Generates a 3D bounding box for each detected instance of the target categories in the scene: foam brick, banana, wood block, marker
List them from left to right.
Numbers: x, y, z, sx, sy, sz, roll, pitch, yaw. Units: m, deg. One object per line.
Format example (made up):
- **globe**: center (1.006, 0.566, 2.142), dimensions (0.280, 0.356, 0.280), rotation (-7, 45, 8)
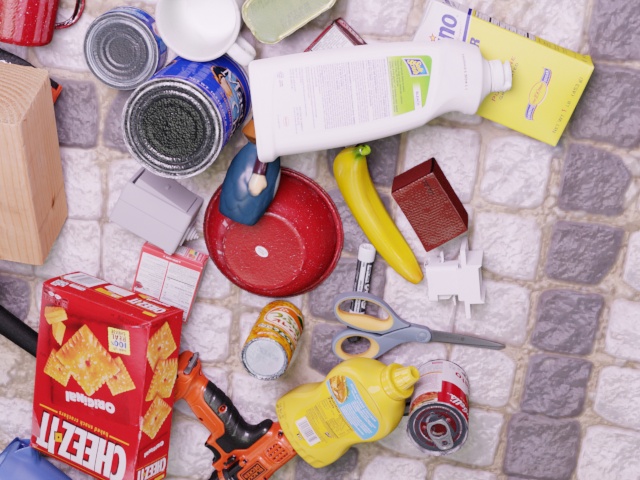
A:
- **wood block**: center (-0.333, -0.080, 1.132), dimensions (0.090, 0.090, 0.206), rotation (10, 136, 4)
- **marker**: center (0.045, 0.062, 1.209), dimensions (0.020, 0.020, 0.121), rotation (10, 113, 5)
- **banana**: center (0.056, -0.032, 1.140), dimensions (0.037, 0.070, 0.197), rotation (-35, 128, -8)
- **foam brick**: center (0.117, -0.039, 1.139), dimensions (0.053, 0.051, 0.078), rotation (-27, 106, 17)

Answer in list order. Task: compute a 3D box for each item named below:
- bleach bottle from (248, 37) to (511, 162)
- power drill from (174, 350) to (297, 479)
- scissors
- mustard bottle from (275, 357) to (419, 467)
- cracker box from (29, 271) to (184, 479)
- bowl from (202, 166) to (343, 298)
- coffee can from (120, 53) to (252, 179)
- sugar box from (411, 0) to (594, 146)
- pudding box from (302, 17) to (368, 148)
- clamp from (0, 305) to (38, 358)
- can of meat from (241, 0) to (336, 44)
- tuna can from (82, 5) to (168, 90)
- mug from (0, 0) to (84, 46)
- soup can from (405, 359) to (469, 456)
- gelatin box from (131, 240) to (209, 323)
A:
- **bleach bottle**: center (0.059, -0.139, 1.035), dimensions (0.251, 0.068, 0.102), rotation (-6, 98, -2)
- **power drill**: center (-0.141, 0.237, 1.292), dimensions (0.187, 0.057, 0.185), rotation (44, 112, -11)
- **scissors**: center (0.100, 0.119, 1.214), dimensions (0.201, 0.016, 0.096), rotation (24, 113, -10)
- **mustard bottle**: center (0.038, 0.185, 1.207), dimensions (0.192, 0.058, 0.096), rotation (-34, 86, 38)
- **cracker box**: center (-0.249, 0.161, 1.225), dimensions (0.164, 0.072, 0.214), rotation (17, 108, 28)
- **bowl**: center (-0.058, 0.001, 1.181), dimensions (0.162, 0.055, 0.162), rotation (3, 112, 8)
- **coffee can**: center (-0.133, -0.133, 1.092), dimensions (0.103, 0.140, 0.103), rotation (3, 113, 8)
- **sugar box**: center (0.175, -0.172, 1.078), dimensions (0.176, 0.048, 0.093), rotation (21, 114, -1)
- **pudding box**: center (0.025, -0.160, 1.111), dimensions (0.113, 0.039, 0.090), rotation (45, 114, -7)
- **clamp**: center (-0.401, 0.072, 1.235), dimensions (0.164, 0.036, 0.210), rotation (11, 143, 0)
- **can of meat**: center (-0.024, -0.243, 1.060), dimensions (0.102, 0.084, 0.057), rotation (-31, 104, 19)
- **tuna can**: center (-0.207, -0.204, 1.133), dimensions (0.086, 0.033, 0.086), rotation (3, 112, 8)
- **mug**: center (-0.301, -0.249, 1.103), dimensions (0.117, 0.093, 0.081), rotation (-1, 117, -36)
- **soup can**: center (0.133, 0.186, 1.200), dimensions (0.068, 0.102, 0.068), rotation (3, 112, 8)
- **gelatin box**: center (-0.174, 0.044, 1.224), dimensions (0.073, 0.030, 0.089), rotation (20, 125, 1)
